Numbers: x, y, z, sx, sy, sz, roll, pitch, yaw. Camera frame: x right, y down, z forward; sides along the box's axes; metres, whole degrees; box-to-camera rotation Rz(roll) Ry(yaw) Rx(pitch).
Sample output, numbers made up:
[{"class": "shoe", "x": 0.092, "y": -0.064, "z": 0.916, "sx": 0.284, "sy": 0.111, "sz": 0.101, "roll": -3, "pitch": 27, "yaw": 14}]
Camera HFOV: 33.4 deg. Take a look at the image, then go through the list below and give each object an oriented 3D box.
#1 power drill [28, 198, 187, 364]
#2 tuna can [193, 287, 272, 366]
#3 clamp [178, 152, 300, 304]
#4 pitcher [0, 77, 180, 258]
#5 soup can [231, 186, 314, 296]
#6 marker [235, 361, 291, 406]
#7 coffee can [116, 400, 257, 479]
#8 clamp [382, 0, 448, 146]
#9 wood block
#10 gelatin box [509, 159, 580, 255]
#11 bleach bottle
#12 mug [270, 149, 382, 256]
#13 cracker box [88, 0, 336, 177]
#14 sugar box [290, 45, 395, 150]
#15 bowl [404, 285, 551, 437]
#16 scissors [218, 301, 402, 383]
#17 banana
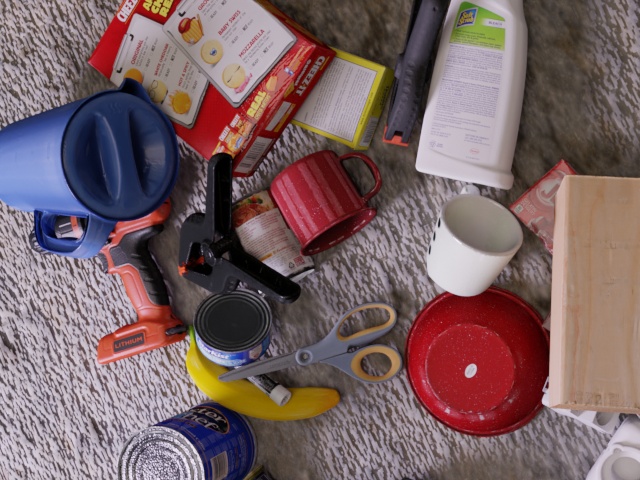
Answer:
[{"class": "power drill", "x": -0.241, "y": 0.043, "z": 1.229, "sx": 0.185, "sy": 0.057, "sz": 0.187, "roll": -17, "pitch": 87, "yaw": 21}, {"class": "tuna can", "x": -0.095, "y": 0.095, "z": 1.167, "sx": 0.086, "sy": 0.034, "sz": 0.086, "roll": 0, "pitch": 51, "yaw": -1}, {"class": "clamp", "x": -0.107, "y": -0.003, "z": 1.124, "sx": 0.210, "sy": 0.036, "sz": 0.164, "roll": -13, "pitch": 102, "yaw": 59}, {"class": "pitcher", "x": -0.270, "y": -0.075, "z": 1.149, "sx": 0.243, "sy": 0.149, "sz": 0.145, "roll": 0, "pitch": 122, "yaw": 52}, {"class": "soup can", "x": -0.058, "y": 0.001, "z": 1.157, "sx": 0.069, "sy": 0.068, "sz": 0.102, "roll": -30, "pitch": 83, "yaw": 18}, {"class": "marker", "x": -0.082, "y": 0.138, "z": 1.170, "sx": 0.121, "sy": 0.020, "sz": 0.020, "roll": 36, "pitch": 103, "yaw": 24}, {"class": "coffee can", "x": -0.142, "y": 0.237, "z": 1.159, "sx": 0.103, "sy": 0.140, "sz": 0.103, "roll": 1, "pitch": 93, "yaw": 19}, {"class": "clamp", "x": 0.096, "y": -0.185, "z": 1.093, "sx": 0.039, "sy": 0.120, "sz": 0.172, "roll": 17, "pitch": 118, "yaw": 1}, {"class": "wood block", "x": 0.262, "y": 0.052, "z": 0.981, "sx": 0.090, "sy": 0.091, "sz": 0.206, "roll": 3, "pitch": 79, "yaw": 8}, {"class": "gelatin box", "x": 0.246, "y": -0.026, "z": 1.069, "sx": 0.073, "sy": 0.030, "sz": 0.089, "roll": -43, "pitch": 79, "yaw": 15}, {"class": "bleach bottle", "x": 0.169, "y": -0.183, "z": 1.074, "sx": 0.103, "sy": 0.068, "sz": 0.251, "roll": 13, "pitch": 94, "yaw": 18}, {"class": "mug", "x": 0.009, "y": -0.048, "z": 1.121, "sx": 0.117, "sy": 0.093, "sz": 0.081, "roll": -34, "pitch": 77, "yaw": 16}, {"class": "cracker box", "x": -0.115, "y": -0.192, "z": 1.123, "sx": 0.214, "sy": 0.072, "sz": 0.164, "roll": 39, "pitch": 105, "yaw": 17}, {"class": "sugar box", "x": -0.017, "y": -0.170, "z": 1.148, "sx": 0.176, "sy": 0.048, "sz": 0.093, "roll": 24, "pitch": 101, "yaw": 20}, {"class": "bowl", "x": 0.158, "y": 0.127, "z": 1.094, "sx": 0.162, "sy": 0.055, "sz": 0.162, "roll": 1, "pitch": 93, "yaw": 19}, {"class": "scissors", "x": 0.000, "y": 0.137, "z": 1.143, "sx": 0.202, "sy": 0.016, "sz": 0.096, "roll": -30, "pitch": 92, "yaw": 1}, {"class": "banana", "x": -0.076, "y": 0.161, "z": 1.187, "sx": 0.198, "sy": 0.037, "sz": 0.070, "roll": 23, "pitch": 100, "yaw": 17}]
